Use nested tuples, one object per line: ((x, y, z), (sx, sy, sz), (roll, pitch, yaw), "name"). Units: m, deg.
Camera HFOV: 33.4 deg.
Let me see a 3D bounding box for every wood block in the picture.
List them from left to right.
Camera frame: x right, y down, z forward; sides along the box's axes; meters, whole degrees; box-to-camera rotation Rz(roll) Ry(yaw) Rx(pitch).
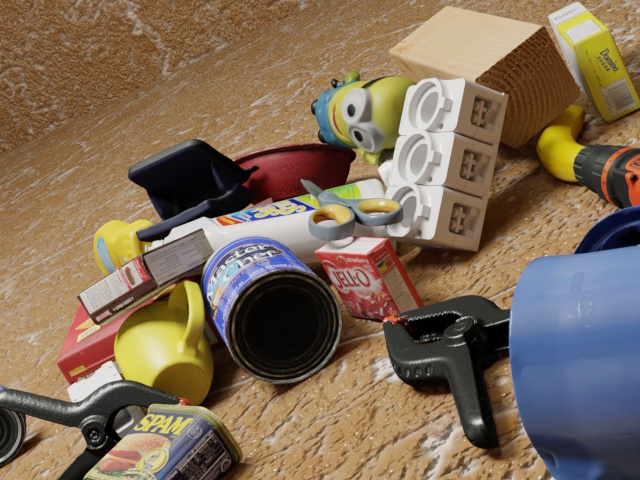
((0.168, -0.177, 1.126), (0.091, 0.090, 0.206), (-39, 26, -5), "wood block")

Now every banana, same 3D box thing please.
((0.246, -0.093, 1.049), (0.069, 0.037, 0.198), (-7, 22, 2), "banana")

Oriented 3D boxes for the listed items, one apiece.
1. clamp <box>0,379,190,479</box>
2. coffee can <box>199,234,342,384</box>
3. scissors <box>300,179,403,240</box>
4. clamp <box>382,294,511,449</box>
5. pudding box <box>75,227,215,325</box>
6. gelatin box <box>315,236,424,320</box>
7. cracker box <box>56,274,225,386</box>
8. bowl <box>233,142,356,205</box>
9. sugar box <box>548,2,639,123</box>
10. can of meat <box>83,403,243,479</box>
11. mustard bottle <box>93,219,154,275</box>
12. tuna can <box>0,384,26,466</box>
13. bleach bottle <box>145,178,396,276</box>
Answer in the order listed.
((-0.194, 0.177, 0.918), (0.171, 0.120, 0.039), (-9, 1, 4), "clamp")
((-0.048, 0.059, 0.966), (0.102, 0.103, 0.140), (-31, 18, -7), "coffee can")
((0.027, -0.038, 1.023), (0.096, 0.016, 0.201), (-7, 18, 2), "scissors")
((0.121, 0.072, 0.784), (0.164, 0.036, 0.210), (-35, 19, -17), "clamp")
((-0.163, 0.033, 1.016), (0.090, 0.039, 0.113), (-31, 1, 28), "pudding box")
((0.041, 0.034, 0.945), (0.030, 0.073, 0.089), (-37, 20, -25), "gelatin box")
((-0.189, 0.081, 1.168), (0.164, 0.072, 0.214), (-27, 18, 3), "cracker box")
((-0.033, -0.070, 1.296), (0.162, 0.055, 0.162), (-7, -11, -2), "bowl")
((0.294, -0.197, 1.155), (0.048, 0.093, 0.176), (-24, 19, 14), "sugar box")
((-0.125, 0.178, 0.838), (0.102, 0.057, 0.083), (-7, 31, 49), "can of meat")
((-0.246, 0.020, 1.378), (0.058, 0.096, 0.192), (-38, 20, -25), "mustard bottle")
((-0.343, 0.189, 1.085), (0.086, 0.086, 0.034), (-32, 20, -8), "tuna can")
((-0.054, -0.004, 1.091), (0.251, 0.068, 0.102), (-11, 18, 0), "bleach bottle")
